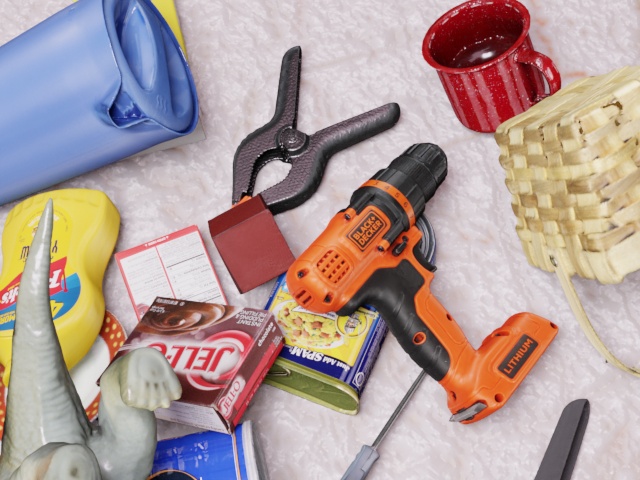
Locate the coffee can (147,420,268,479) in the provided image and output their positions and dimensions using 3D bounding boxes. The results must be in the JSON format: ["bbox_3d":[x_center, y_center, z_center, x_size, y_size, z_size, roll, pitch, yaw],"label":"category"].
[{"bbox_3d":[-0.107,0.193,0.763,0.140,0.103,0.103,-12,64,-1],"label":"coffee can"}]

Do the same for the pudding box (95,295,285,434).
[{"bbox_3d":[-0.094,0.089,0.784,0.114,0.039,0.090,3,44,33],"label":"pudding box"}]

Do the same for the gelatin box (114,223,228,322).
[{"bbox_3d":[-0.120,0.040,0.878,0.073,0.030,0.089,-21,67,-6],"label":"gelatin box"}]

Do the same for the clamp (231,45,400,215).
[{"bbox_3d":[-0.012,-0.081,0.924,0.120,0.039,0.171,22,74,19],"label":"clamp"}]

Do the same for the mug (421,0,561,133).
[{"bbox_3d":[0.151,-0.143,0.898,0.117,0.081,0.093,18,62,40],"label":"mug"}]

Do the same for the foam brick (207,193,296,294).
[{"bbox_3d":[-0.056,0.001,0.855,0.051,0.078,0.053,-27,105,-2],"label":"foam brick"}]

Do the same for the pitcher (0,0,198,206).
[{"bbox_3d":[-0.230,-0.110,0.879,0.243,0.149,0.145,-21,80,18],"label":"pitcher"}]

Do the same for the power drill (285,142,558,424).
[{"bbox_3d":[0.089,0.032,0.816,0.187,0.057,0.184,43,60,1],"label":"power drill"}]

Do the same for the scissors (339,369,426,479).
[{"bbox_3d":[0.030,0.164,0.776,0.016,0.096,0.201,34,74,7],"label":"scissors"}]

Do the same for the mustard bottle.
[{"bbox_3d":[-0.216,0.049,0.842,0.096,0.058,0.191,-10,51,13],"label":"mustard bottle"}]

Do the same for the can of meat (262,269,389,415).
[{"bbox_3d":[-0.002,0.077,0.837,0.102,0.057,0.084,19,65,12],"label":"can of meat"}]
